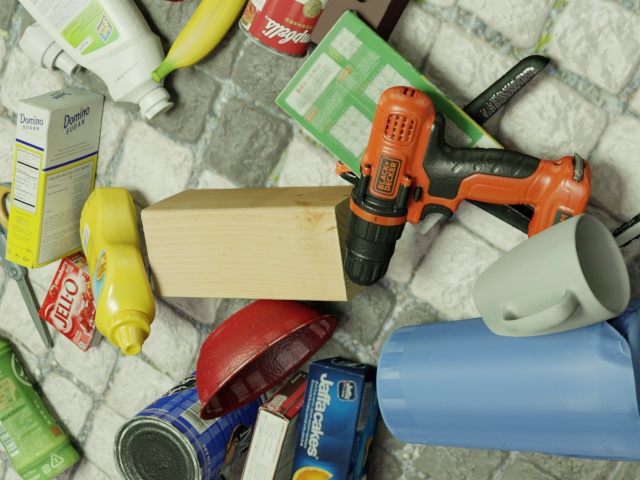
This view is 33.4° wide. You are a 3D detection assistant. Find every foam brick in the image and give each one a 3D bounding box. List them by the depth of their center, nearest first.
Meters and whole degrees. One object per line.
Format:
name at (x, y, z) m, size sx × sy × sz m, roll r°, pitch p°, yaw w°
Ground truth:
foam brick at (0.036, -0.198, 0.933) m, size 0.053 × 0.051 × 0.078 m, roll 35°, pitch 118°, yaw 13°

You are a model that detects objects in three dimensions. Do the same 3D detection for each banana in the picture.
banana at (-0.089, -0.221, 0.974) m, size 0.037 × 0.069 × 0.198 m, roll 35°, pitch 127°, yaw -6°

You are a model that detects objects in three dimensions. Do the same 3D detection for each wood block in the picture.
wood block at (-0.056, 0.001, 1.021) m, size 0.206 × 0.090 × 0.091 m, roll -1°, pitch 106°, yaw 26°

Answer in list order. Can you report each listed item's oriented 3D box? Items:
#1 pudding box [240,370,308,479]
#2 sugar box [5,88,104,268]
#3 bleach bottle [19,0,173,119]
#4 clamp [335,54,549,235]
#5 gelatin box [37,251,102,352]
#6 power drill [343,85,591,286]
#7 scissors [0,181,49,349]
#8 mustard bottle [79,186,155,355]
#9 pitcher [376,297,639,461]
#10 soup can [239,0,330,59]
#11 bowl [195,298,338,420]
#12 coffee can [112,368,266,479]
pudding box at (-0.039, 0.200, 1.076) m, size 0.039 × 0.089 × 0.113 m, roll 21°, pitch 115°, yaw 18°
sugar box at (-0.276, -0.066, 1.107) m, size 0.048 × 0.093 × 0.176 m, roll 18°, pitch 112°, yaw 20°
bleach bottle at (-0.235, -0.224, 1.054) m, size 0.103 × 0.068 × 0.251 m, roll -35°, pitch 91°, yaw 31°
clamp at (0.116, -0.064, 0.946) m, size 0.210 × 0.036 × 0.164 m, roll -9°, pitch 103°, yaw 27°
gelatin box at (-0.266, 0.068, 1.180) m, size 0.073 × 0.030 × 0.089 m, roll 37°, pitch 118°, yaw 12°
power drill at (0.118, -0.024, 0.890) m, size 0.187 × 0.057 × 0.184 m, roll 14°, pitch 121°, yaw 4°
scissors at (-0.336, 0.019, 1.208) m, size 0.096 × 0.016 × 0.202 m, roll -33°, pitch 90°, yaw 31°
mustard bottle at (-0.200, 0.039, 1.057) m, size 0.192 × 0.058 × 0.096 m, roll -112°, pitch 31°, yaw -45°
pitcher at (0.181, 0.130, 0.933) m, size 0.243 × 0.144 × 0.149 m, roll -6°, pitch 89°, yaw 32°
soup can at (-0.021, -0.222, 0.944) m, size 0.068 × 0.068 × 0.102 m, roll 36°, pitch 119°, yaw 12°
bowl at (-0.063, 0.103, 1.022) m, size 0.055 × 0.161 × 0.162 m, roll 52°, pitch 121°, yaw 16°
coffee can at (-0.130, 0.197, 1.090) m, size 0.103 × 0.140 × 0.103 m, roll 8°, pitch 110°, yaw 24°
